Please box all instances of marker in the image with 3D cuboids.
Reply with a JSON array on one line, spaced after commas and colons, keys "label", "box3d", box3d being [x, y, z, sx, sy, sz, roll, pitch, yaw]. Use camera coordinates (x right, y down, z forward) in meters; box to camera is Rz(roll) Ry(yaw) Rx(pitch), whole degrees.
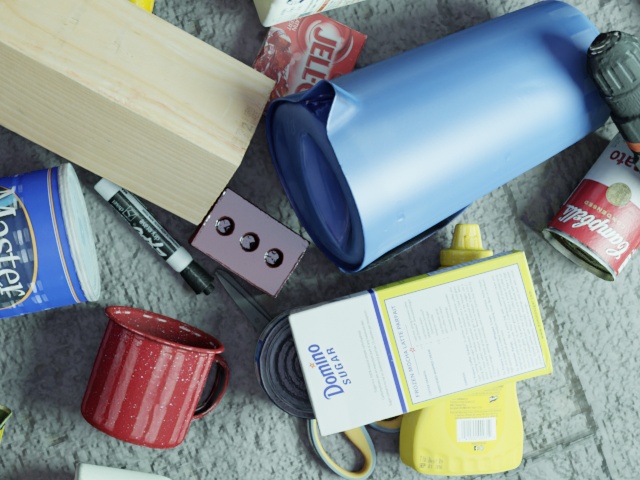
[{"label": "marker", "box3d": [-0.126, -0.003, 0.825, 0.020, 0.020, 0.121, -44, 96, -4]}]

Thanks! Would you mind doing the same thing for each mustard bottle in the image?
[{"label": "mustard bottle", "box3d": [0.112, 0.083, 0.833, 0.096, 0.058, 0.191, 1, 91, -18]}]

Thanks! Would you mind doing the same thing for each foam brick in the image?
[{"label": "foam brick", "box3d": [-0.055, 0.001, 0.817, 0.078, 0.051, 0.053, 33, 87, -6]}]

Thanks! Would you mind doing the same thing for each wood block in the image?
[{"label": "wood block", "box3d": [-0.150, -0.110, 0.762, 0.206, 0.091, 0.090, 27, 53, -10]}]

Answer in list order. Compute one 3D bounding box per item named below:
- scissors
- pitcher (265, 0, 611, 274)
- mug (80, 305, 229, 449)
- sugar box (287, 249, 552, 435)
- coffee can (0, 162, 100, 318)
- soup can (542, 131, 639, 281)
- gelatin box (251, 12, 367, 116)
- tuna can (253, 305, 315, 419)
[{"label": "scissors", "box3d": [0.003, 0.093, 0.844, 0.096, 0.016, 0.202, -26, 94, -7]}, {"label": "pitcher", "box3d": [0.092, -0.078, 0.788, 0.242, 0.149, 0.145, -26, 94, -18]}, {"label": "mug", "box3d": [-0.120, 0.105, 0.802, 0.117, 0.093, 0.081, 16, 95, -43]}, {"label": "sugar box", "box3d": [0.072, 0.073, 0.778, 0.176, 0.048, 0.093, -15, 91, 2]}, {"label": "coffee can", "box3d": [-0.239, 0.008, 0.771, 0.140, 0.103, 0.103, -12, 93, -6]}, {"label": "soup can", "box3d": [0.233, -0.028, 0.840, 0.068, 0.068, 0.102, 38, 87, -6]}, {"label": "gelatin box", "box3d": [-0.014, -0.133, 0.828, 0.073, 0.030, 0.089, 24, 89, -7]}, {"label": "tuna can", "box3d": [-0.007, 0.093, 0.816, 0.086, 0.034, 0.086, 0, 89, -8]}]
